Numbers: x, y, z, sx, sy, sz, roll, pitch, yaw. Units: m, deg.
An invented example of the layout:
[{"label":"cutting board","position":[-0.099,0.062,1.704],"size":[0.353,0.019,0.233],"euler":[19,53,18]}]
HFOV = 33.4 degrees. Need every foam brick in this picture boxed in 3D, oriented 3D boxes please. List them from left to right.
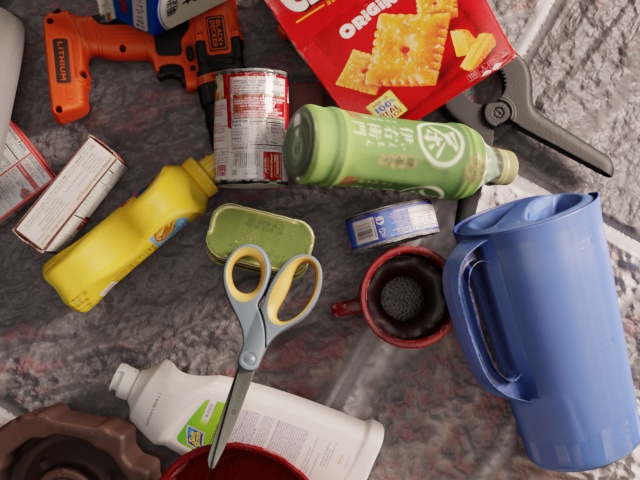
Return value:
[{"label":"foam brick","position":[-0.023,-0.108,1.020],"size":[0.053,0.051,0.078],"euler":[-1,87,-3]}]

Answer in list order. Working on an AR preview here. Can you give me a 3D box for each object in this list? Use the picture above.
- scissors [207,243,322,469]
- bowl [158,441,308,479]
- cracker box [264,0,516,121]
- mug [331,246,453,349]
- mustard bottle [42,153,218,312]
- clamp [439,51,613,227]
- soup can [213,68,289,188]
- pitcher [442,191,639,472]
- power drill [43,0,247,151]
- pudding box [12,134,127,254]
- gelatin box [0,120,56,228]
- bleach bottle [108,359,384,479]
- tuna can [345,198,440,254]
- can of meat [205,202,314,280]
[{"label":"scissors","position":[-0.074,0.087,0.924],"size":[0.096,0.016,0.201],"euler":[34,75,6]},{"label":"bowl","position":[-0.067,0.241,0.950],"size":[0.162,0.055,0.162],"euler":[3,107,9]},{"label":"cracker box","position":[0.055,-0.207,0.945],"size":[0.164,0.072,0.213],"euler":[-31,127,11]},{"label":"mug","position":[0.067,0.056,1.002],"size":[0.117,0.081,0.093],"euler":[-13,88,-4]},{"label":"mustard bottle","position":[-0.164,-0.014,0.985],"size":[0.191,0.096,0.058],"euler":[-40,88,-4]},{"label":"clamp","position":[0.165,-0.113,1.039],"size":[0.164,0.036,0.210],"euler":[-31,88,0]},{"label":"soup can","position":[-0.062,-0.099,0.962],"size":[0.068,0.068,0.102],"euler":[0,89,-3]},{"label":"pitcher","position":[0.205,0.085,0.970],"size":[0.149,0.145,0.243],"euler":[-14,99,12]},{"label":"power drill","position":[-0.161,-0.157,1.014],"size":[0.187,0.057,0.184],"euler":[-7,84,-6]},{"label":"pudding box","position":[-0.229,-0.041,0.986],"size":[0.039,0.090,0.113],"euler":[36,86,-2]},{"label":"gelatin box","position":[-0.304,-0.059,1.013],"size":[0.089,0.030,0.073],"euler":[-38,88,-5]},{"label":"bleach bottle","position":[-0.074,0.170,0.997],"size":[0.251,0.068,0.102],"euler":[24,93,0]},{"label":"tuna can","position":[0.067,-0.013,1.003],"size":[0.086,0.086,0.034],"euler":[-14,86,-4]},{"label":"can of meat","position":[-0.057,0.001,0.996],"size":[0.102,0.084,0.057],"euler":[14,86,-2]}]
